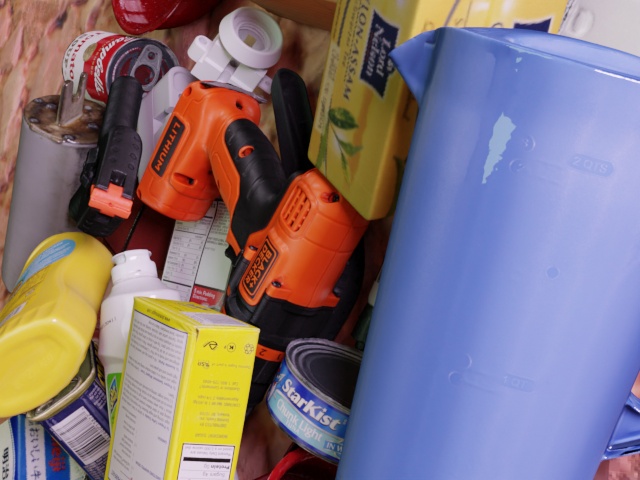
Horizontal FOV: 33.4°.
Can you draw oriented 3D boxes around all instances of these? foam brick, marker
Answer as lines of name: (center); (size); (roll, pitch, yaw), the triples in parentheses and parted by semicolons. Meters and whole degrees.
foam brick: (-0.141, -0.018, 0.843); (0.078, 0.052, 0.051); (43, 112, 49)
marker: (0.047, 0.010, 0.624); (0.020, 0.020, 0.121); (34, 105, 51)

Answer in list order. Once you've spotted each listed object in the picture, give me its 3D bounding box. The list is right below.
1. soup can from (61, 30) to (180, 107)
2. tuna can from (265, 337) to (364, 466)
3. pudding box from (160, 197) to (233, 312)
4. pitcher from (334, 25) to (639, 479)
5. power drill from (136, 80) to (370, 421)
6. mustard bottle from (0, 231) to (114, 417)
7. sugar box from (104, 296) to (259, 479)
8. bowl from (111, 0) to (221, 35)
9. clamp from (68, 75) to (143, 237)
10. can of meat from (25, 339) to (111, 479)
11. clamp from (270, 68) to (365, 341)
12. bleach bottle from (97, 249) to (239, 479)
soup can: (-0.171, -0.142, 0.911); (0.102, 0.068, 0.068); (22, 96, 53)
tuna can: (0.014, 0.090, 0.585); (0.086, 0.086, 0.034); (43, 114, 49)
pudding box: (-0.075, 0.026, 0.758); (0.090, 0.039, 0.113); (10, 84, 52)
pitcher: (0.094, 0.036, 0.468); (0.149, 0.144, 0.243); (36, 116, 54)
power drill: (-0.054, 0.001, 0.666); (0.185, 0.057, 0.188); (-58, 42, 22)
mustard bottle: (-0.197, 0.044, 0.790); (0.096, 0.058, 0.191); (-40, 21, 17)
sugar box: (-0.084, 0.125, 0.592); (0.093, 0.048, 0.176); (14, 97, 60)
bowl: (-0.109, -0.238, 0.873); (0.162, 0.055, 0.162); (-21, 62, 47)
clamp: (-0.148, -0.058, 0.760); (0.172, 0.039, 0.120); (-150, 73, -69)
can of meat: (-0.166, 0.124, 0.780); (0.057, 0.084, 0.102); (-35, 23, -2)
clamp: (-0.004, -0.019, 0.683); (0.165, 0.036, 0.210); (23, 100, 58)
bleach bottle: (-0.099, 0.125, 0.694); (0.103, 0.067, 0.251); (-32, 65, 48)
